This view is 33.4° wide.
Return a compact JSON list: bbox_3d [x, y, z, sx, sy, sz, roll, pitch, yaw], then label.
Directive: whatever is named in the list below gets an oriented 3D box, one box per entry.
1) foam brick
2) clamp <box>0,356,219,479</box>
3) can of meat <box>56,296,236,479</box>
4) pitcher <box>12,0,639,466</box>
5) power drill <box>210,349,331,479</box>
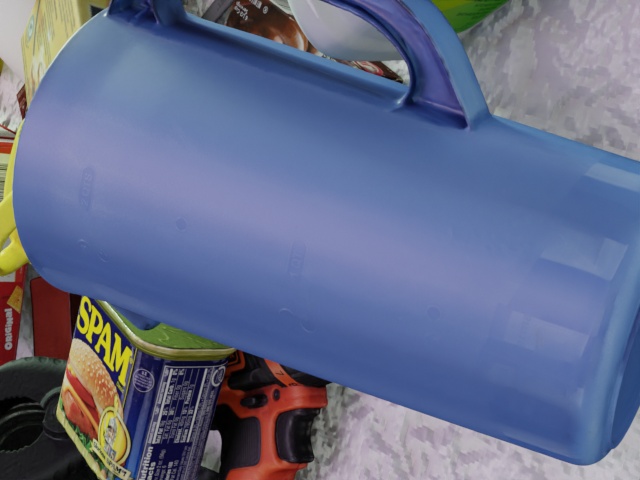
[{"bbox_3d":[-0.151,0.060,0.688,0.051,0.052,0.078,-18,74,45],"label":"foam brick"},{"bbox_3d":[-0.138,0.110,0.619,0.171,0.039,0.120,-21,65,-1],"label":"clamp"},{"bbox_3d":[-0.092,0.070,0.545,0.102,0.057,0.084,36,116,51],"label":"can of meat"},{"bbox_3d":[0.012,-0.015,0.413,0.243,0.149,0.145,19,74,24],"label":"pitcher"},{"bbox_3d":[-0.009,0.116,0.524,0.185,0.057,0.187,-23,66,48],"label":"power drill"}]
